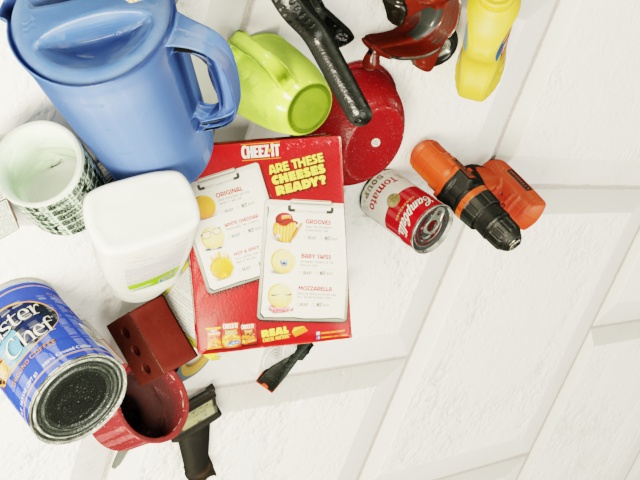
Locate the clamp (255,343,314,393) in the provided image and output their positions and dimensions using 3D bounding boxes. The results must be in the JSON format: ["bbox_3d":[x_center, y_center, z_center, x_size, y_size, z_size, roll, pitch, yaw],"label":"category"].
[{"bbox_3d":[-0.023,0.123,1.345,0.172,0.039,0.120,-50,175,37],"label":"clamp"}]

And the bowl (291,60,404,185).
[{"bbox_3d":[0.045,-0.122,1.232,0.161,0.055,0.162,-26,135,-30],"label":"bowl"}]

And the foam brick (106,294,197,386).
[{"bbox_3d":[-0.181,0.108,1.144,0.053,0.078,0.051,-30,180,44],"label":"foam brick"}]

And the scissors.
[{"bbox_3d":[-0.185,0.184,1.276,0.096,0.016,0.202,-3,121,-44],"label":"scissors"}]

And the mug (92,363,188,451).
[{"bbox_3d":[-0.205,0.176,1.186,0.093,0.117,0.082,25,145,-31],"label":"mug"}]

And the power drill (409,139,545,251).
[{"bbox_3d":[0.218,-0.055,1.370,0.057,0.184,0.187,-50,153,21],"label":"power drill"}]

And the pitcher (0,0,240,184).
[{"bbox_3d":[-0.155,-0.130,0.915,0.145,0.149,0.243,-32,159,-7],"label":"pitcher"}]

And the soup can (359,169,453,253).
[{"bbox_3d":[0.105,-0.037,1.320,0.068,0.102,0.068,-26,135,-29],"label":"soup can"}]

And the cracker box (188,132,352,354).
[{"bbox_3d":[-0.057,0.001,1.108,0.164,0.072,0.214,-6,99,-10],"label":"cracker box"}]

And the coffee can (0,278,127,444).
[{"bbox_3d":[-0.268,0.115,1.038,0.102,0.140,0.103,-26,135,-29],"label":"coffee can"}]

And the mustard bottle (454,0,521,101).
[{"bbox_3d":[0.192,-0.243,1.217,0.191,0.058,0.096,85,24,-69],"label":"mustard bottle"}]

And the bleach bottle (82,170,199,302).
[{"bbox_3d":[-0.178,0.013,1.035,0.102,0.068,0.251,-18,166,-18],"label":"bleach bottle"}]

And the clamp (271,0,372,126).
[{"bbox_3d":[-0.011,-0.216,1.048,0.036,0.164,0.209,-29,136,16],"label":"clamp"}]
